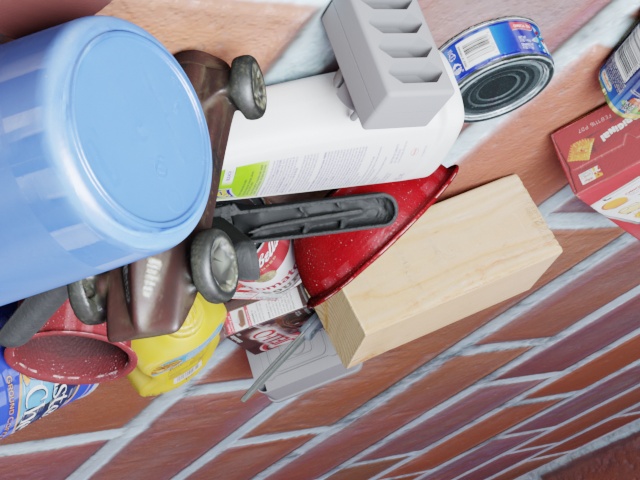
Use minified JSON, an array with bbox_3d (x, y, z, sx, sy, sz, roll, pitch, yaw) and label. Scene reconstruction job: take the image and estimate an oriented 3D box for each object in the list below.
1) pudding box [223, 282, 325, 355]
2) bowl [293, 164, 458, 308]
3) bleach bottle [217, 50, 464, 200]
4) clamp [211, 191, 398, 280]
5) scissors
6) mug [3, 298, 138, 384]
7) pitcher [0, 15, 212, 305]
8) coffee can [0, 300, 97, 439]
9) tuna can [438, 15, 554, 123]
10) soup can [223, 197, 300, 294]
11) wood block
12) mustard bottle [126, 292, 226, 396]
[{"bbox_3d":[-0.045,0.078,1.089,0.090,0.039,0.113,-22,159,7],"label":"pudding box"},{"bbox_3d":[0.031,-0.021,0.833,0.162,0.055,0.162,-44,-176,3],"label":"bowl"},{"bbox_3d":[-0.037,-0.067,0.715,0.250,0.068,0.103,-10,157,-17],"label":"bleach bottle"},{"bbox_3d":[-0.061,-0.009,0.752,0.210,0.036,0.164,4,-165,44],"label":"clamp"},{"bbox_3d":[0.001,0.083,1.061,0.202,0.016,0.096,-51,160,10],"label":"scissors"},{"bbox_3d":[-0.176,0.056,0.784,0.093,0.081,0.117,-5,150,4],"label":"mug"},{"bbox_3d":[-0.172,-0.030,0.534,0.243,0.149,0.144,-13,152,31],"label":"pitcher"},{"bbox_3d":[-0.249,0.098,0.822,0.103,0.103,0.140,-34,176,33],"label":"coffee can"},{"bbox_3d":[0.121,-0.119,0.756,0.086,0.034,0.086,-16,158,-7],"label":"tuna can"},{"bbox_3d":[-0.056,0.001,0.855,0.068,0.068,0.102,-23,159,11],"label":"soup can"},{"bbox_3d":[0.101,0.026,0.973,0.205,0.090,0.091,-21,161,-19],"label":"wood block"},{"bbox_3d":[-0.132,0.087,0.980,0.096,0.058,0.192,-32,169,-20],"label":"mustard bottle"}]
